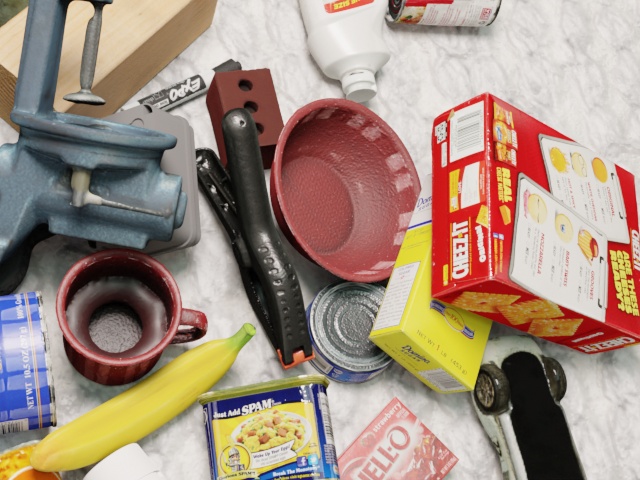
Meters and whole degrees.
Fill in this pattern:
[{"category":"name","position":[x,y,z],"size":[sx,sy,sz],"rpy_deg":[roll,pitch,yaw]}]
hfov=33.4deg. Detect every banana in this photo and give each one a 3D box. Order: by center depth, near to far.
[{"category":"banana","position":[-0.136,0.122,0.810],"size":[0.197,0.070,0.037],"rpy_deg":[-33,66,-31]}]

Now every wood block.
[{"category":"wood block","position":[-0.186,-0.178,0.920],"size":[0.090,0.091,0.205],"rpy_deg":[39,64,5]}]

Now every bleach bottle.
[{"category":"bleach bottle","position":[0.027,-0.250,1.023],"size":[0.102,0.068,0.251],"rpy_deg":[-4,70,-15]}]

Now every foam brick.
[{"category":"foam brick","position":[-0.065,-0.106,0.941],"size":[0.053,0.051,0.078],"rpy_deg":[-9,69,-18]}]

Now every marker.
[{"category":"marker","position":[-0.122,-0.134,0.957],"size":[0.121,0.020,0.020],"rpy_deg":[-29,77,-24]}]

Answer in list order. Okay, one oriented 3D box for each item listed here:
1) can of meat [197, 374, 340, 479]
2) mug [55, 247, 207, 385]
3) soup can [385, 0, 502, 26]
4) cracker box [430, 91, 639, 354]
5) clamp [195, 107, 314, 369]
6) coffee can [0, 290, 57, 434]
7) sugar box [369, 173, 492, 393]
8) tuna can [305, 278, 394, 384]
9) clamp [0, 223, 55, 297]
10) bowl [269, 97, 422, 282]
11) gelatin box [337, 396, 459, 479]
[{"category":"can of meat","position":[-0.038,0.155,0.819],"size":[0.102,0.057,0.084],"rpy_deg":[-11,71,6]},{"category":"mug","position":[-0.146,0.064,0.829],"size":[0.117,0.082,0.093],"rpy_deg":[2,66,-13]},{"category":"soup can","position":[0.118,-0.244,1.039],"size":[0.102,0.069,0.068],"rpy_deg":[0,67,-15]},{"category":"cracker box","position":[0.186,-0.007,0.904],"size":[0.213,0.072,0.164],"rpy_deg":[21,61,-38]},{"category":"clamp","position":[-0.056,0.001,0.872],"size":[0.036,0.165,0.210],"rpy_deg":[-20,97,-17]},{"category":"coffee can","position":[-0.268,0.095,0.772],"size":[0.140,0.103,0.103],"rpy_deg":[-7,69,-17]},{"category":"sugar box","position":[0.109,0.031,0.902],"size":[0.093,0.048,0.176],"rpy_deg":[40,56,-27]},{"category":"tuna can","position":[0.027,0.075,0.895],"size":[0.086,0.034,0.086],"rpy_deg":[5,66,-12]},{"category":"clamp","position":[-0.267,-0.014,0.857],"size":[0.120,0.039,0.171],"rpy_deg":[33,56,9]},{"category":"bowl","position":[0.012,-0.037,0.911],"size":[0.161,0.055,0.162],"rpy_deg":[13,67,-35]},{"category":"gelatin box","position":[0.055,0.183,0.857],"size":[0.073,0.030,0.089],"rpy_deg":[44,64,7]}]
